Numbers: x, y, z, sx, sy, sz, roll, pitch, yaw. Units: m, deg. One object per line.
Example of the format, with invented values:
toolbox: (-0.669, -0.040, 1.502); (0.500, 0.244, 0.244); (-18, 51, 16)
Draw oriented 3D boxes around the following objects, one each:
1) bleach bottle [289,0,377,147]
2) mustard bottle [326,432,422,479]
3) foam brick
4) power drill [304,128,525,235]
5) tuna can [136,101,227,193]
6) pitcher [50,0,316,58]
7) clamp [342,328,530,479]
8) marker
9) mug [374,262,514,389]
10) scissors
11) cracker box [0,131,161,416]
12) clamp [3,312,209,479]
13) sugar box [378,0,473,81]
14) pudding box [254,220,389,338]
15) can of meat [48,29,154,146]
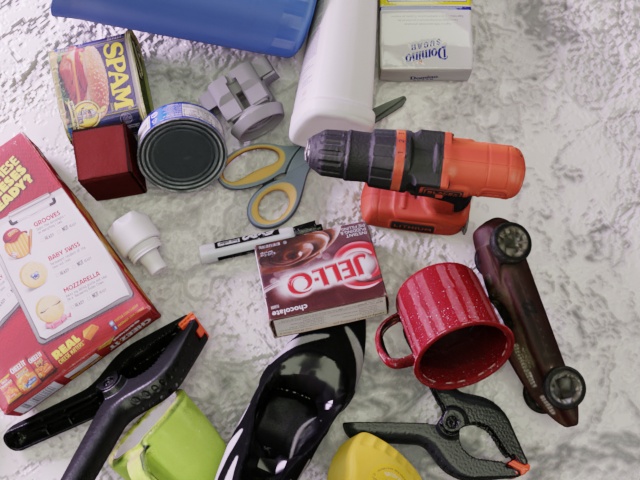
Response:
bleach bottle: (0.022, -0.217, 1.027); (0.068, 0.103, 0.251); (12, 74, -16)
mustard bottle: (0.026, 0.255, 0.906); (0.096, 0.191, 0.058); (48, 127, -7)
foam brick: (-0.202, -0.075, 1.023); (0.051, 0.078, 0.053); (-11, 77, -1)
power drill: (0.077, -0.052, 0.957); (0.184, 0.187, 0.057); (8, 81, 1)
tuna can: (-0.133, -0.089, 1.021); (0.086, 0.086, 0.034); (-11, 40, -1)
pitcher: (-0.128, -0.258, 1.022); (0.242, 0.145, 0.149); (12, 74, -11)
clamp: (0.109, 0.175, 0.989); (0.171, 0.039, 0.120); (40, 84, 12)
marker: (-0.057, 0.001, 1.035); (0.121, 0.020, 0.020); (-12, 79, -1)
mug: (0.105, 0.078, 0.961); (0.117, 0.093, 0.081); (-21, 47, 2)
scissors: (-0.001, -0.073, 1.050); (0.201, 0.016, 0.096); (-15, 81, -2)
cracker box: (-0.280, 0.033, 1.008); (0.164, 0.072, 0.214); (-37, 80, -6)
clamp: (-0.193, 0.143, 0.978); (0.209, 0.165, 0.036); (-46, 121, -25)
sugar box: (0.103, -0.248, 1.066); (0.093, 0.048, 0.176); (1, 83, 1)
pudding box: (0.001, 0.036, 1.000); (0.113, 0.039, 0.090); (-14, 51, 0)
can of meat: (-0.213, -0.148, 1.048); (0.084, 0.057, 0.102); (-13, 79, 1)
